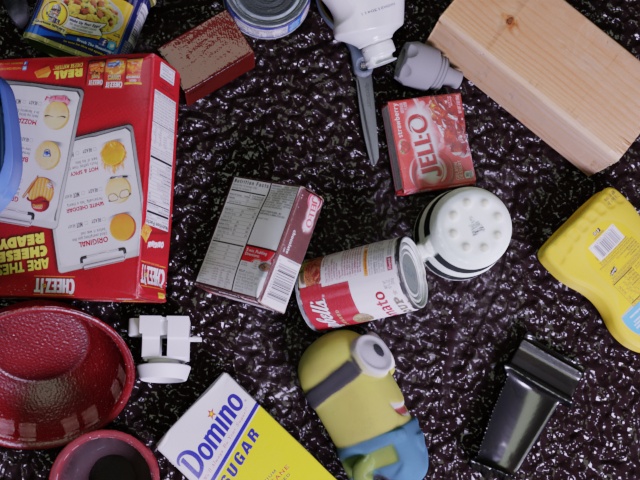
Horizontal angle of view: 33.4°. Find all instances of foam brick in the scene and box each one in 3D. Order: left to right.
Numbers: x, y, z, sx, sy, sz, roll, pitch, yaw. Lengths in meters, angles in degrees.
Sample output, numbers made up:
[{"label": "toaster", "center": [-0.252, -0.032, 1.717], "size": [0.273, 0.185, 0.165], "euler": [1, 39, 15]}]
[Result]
[{"label": "foam brick", "center": [-0.107, -0.172, 1.001], "size": [0.078, 0.053, 0.051], "euler": [-31, 86, -8]}]

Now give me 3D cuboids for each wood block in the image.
[{"label": "wood block", "center": [0.212, -0.165, 1.004], "size": [0.206, 0.090, 0.091], "euler": [40, 83, 1]}]

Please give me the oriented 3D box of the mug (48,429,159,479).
[{"label": "mug", "center": [-0.173, 0.215, 0.932], "size": [0.117, 0.081, 0.093], "euler": [21, 82, -1]}]

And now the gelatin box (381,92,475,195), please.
[{"label": "gelatin box", "center": [0.102, -0.091, 1.011], "size": [0.073, 0.030, 0.089], "euler": [-9, 86, -12]}]

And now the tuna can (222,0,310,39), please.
[{"label": "tuna can", "center": [-0.051, -0.239, 1.023], "size": [0.086, 0.034, 0.086], "euler": [0, 83, -4]}]

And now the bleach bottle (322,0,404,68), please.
[{"label": "bleach bottle", "center": [0.008, -0.280, 0.987], "size": [0.102, 0.068, 0.251], "euler": [-20, 94, -8]}]

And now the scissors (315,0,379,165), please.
[{"label": "scissors", "center": [0.056, -0.181, 1.032], "size": [0.096, 0.016, 0.202], "euler": [-21, 85, -6]}]

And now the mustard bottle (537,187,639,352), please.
[{"label": "mustard bottle", "center": [0.302, 0.048, 0.998], "size": [0.096, 0.058, 0.191], "euler": [-44, 87, -9]}]

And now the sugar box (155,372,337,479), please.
[{"label": "sugar box", "center": [-0.054, 0.211, 0.959], "size": [0.176, 0.048, 0.093], "euler": [43, 82, 1]}]

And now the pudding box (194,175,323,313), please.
[{"label": "pudding box", "center": [-0.056, 0.001, 0.966], "size": [0.090, 0.039, 0.113], "euler": [12, 77, 42]}]

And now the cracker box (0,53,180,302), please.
[{"label": "cracker box", "center": [-0.215, -0.053, 0.950], "size": [0.164, 0.072, 0.214], "euler": [1, 83, 17]}]

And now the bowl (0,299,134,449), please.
[{"label": "bowl", "center": [-0.245, 0.106, 0.931], "size": [0.162, 0.055, 0.162], "euler": [-7, 125, -11]}]

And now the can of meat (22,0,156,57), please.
[{"label": "can of meat", "center": [-0.216, -0.207, 0.997], "size": [0.102, 0.057, 0.084], "euler": [20, 83, -2]}]

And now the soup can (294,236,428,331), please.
[{"label": "soup can", "center": [0.037, 0.039, 0.956], "size": [0.102, 0.068, 0.068], "euler": [-14, 83, 24]}]
